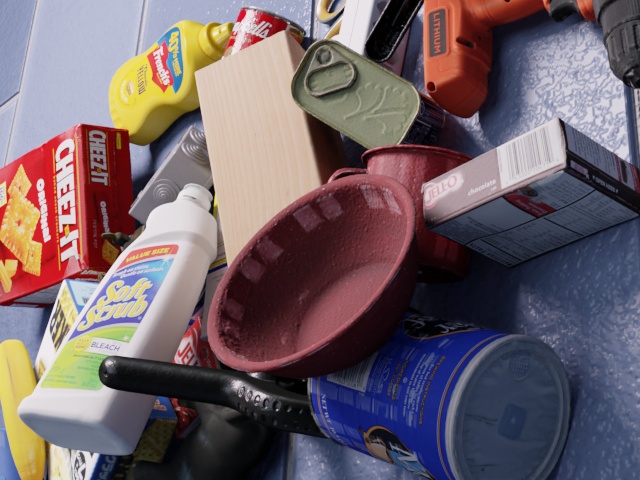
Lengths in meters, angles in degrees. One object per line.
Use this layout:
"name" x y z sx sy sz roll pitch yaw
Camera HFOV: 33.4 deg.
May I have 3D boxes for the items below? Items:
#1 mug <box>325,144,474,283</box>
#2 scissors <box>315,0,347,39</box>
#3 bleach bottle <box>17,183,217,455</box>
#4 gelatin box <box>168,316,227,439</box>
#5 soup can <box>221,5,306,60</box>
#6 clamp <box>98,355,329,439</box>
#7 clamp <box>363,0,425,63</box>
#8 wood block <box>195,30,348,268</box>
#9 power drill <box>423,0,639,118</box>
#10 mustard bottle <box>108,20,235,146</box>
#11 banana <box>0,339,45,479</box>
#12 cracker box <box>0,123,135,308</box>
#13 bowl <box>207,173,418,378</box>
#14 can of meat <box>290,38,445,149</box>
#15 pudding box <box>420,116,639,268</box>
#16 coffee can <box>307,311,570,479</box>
"mug" 0.058 -0.018 0.764 0.093 0.117 0.081 132 148 -76
"scissors" 0.057 -0.252 0.965 0.202 0.016 0.096 -53 39 17
"bleach bottle" -0.158 0.057 0.915 0.103 0.068 0.250 1 53 30
"gelatin box" -0.110 0.124 0.960 0.073 0.030 0.089 -50 40 22
"soup can" -0.063 -0.164 1.024 0.069 0.068 0.102 19 87 53
"clamp" -0.041 0.113 0.823 0.210 0.164 0.036 11 97 24
"clamp" 0.089 -0.229 0.841 0.171 0.039 0.120 -58 0 -14
"wood block" -0.029 -0.052 0.862 0.091 0.090 0.206 -22 60 16
"power drill" 0.160 -0.157 0.757 0.188 0.057 0.184 -24 50 39
"mustard bottle" -0.154 -0.182 1.152 0.192 0.058 0.096 -27 60 40
"banana" -0.298 0.156 1.059 0.198 0.037 0.070 -124 26 -51
"cracker box" -0.295 -0.022 1.203 0.214 0.071 0.164 -18 73 46
"bowl" 0.006 0.033 0.690 0.162 0.055 0.162 -29 33 21
"can of meat" 0.039 -0.106 0.822 0.102 0.083 0.057 33 100 19
"pudding box" 0.136 -0.027 0.688 0.114 0.089 0.039 -25 55 41
"coffee can" 0.073 0.101 0.686 0.141 0.102 0.103 9 78 53
